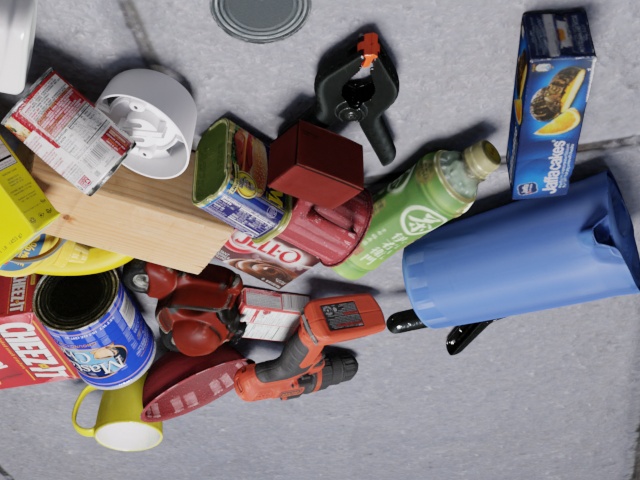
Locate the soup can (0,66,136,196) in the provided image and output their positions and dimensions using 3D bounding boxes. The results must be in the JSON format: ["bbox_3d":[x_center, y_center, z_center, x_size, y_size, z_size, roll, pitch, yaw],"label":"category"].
[{"bbox_3d":[-0.225,-0.097,0.961,0.102,0.068,0.069,42,130,-13],"label":"soup can"}]

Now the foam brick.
[{"bbox_3d":[-0.004,-0.072,1.022,0.078,0.053,0.051,20,146,-28],"label":"foam brick"}]

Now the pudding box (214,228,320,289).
[{"bbox_3d":[-0.058,0.002,1.184,0.113,0.039,0.090,27,134,-35],"label":"pudding box"}]

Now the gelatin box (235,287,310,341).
[{"bbox_3d":[-0.065,0.092,1.317,0.089,0.030,0.073,9,143,-18],"label":"gelatin box"}]

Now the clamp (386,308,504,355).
[{"bbox_3d":[0.192,0.079,1.294,0.210,0.036,0.164,-33,148,31],"label":"clamp"}]

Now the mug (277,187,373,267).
[{"bbox_3d":[-0.002,-0.025,1.093,0.081,0.117,0.093,27,101,-28],"label":"mug"}]

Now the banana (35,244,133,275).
[{"bbox_3d":[-0.274,0.008,1.186,0.198,0.037,0.069,-11,114,6],"label":"banana"}]

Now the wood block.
[{"bbox_3d":[-0.197,-0.047,1.065,0.205,0.090,0.091,17,141,-25],"label":"wood block"}]

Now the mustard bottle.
[{"bbox_3d":[-0.333,-0.013,1.111,0.191,0.058,0.096,20,103,-27],"label":"mustard bottle"}]

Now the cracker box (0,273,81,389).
[{"bbox_3d":[-0.415,0.120,1.297,0.214,0.072,0.164,-8,144,7],"label":"cracker box"}]

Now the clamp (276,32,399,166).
[{"bbox_3d":[0.019,-0.128,1.011,0.120,0.039,0.171,-3,145,-5],"label":"clamp"}]

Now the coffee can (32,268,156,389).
[{"bbox_3d":[-0.262,0.098,1.249,0.103,0.103,0.140,-8,144,7],"label":"coffee can"}]

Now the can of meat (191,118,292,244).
[{"bbox_3d":[-0.077,-0.059,1.047,0.083,0.102,0.058,31,132,-35],"label":"can of meat"}]

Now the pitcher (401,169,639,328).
[{"bbox_3d":[0.221,0.019,1.166,0.243,0.145,0.149,-16,130,23],"label":"pitcher"}]

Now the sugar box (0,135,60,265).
[{"bbox_3d":[-0.323,-0.065,0.969,0.093,0.048,0.176,-33,98,36],"label":"sugar box"}]

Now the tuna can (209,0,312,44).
[{"bbox_3d":[-0.050,-0.208,0.898,0.086,0.034,0.086,-2,144,-1],"label":"tuna can"}]

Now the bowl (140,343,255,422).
[{"bbox_3d":[-0.167,0.171,1.368,0.162,0.055,0.162,-26,161,-10],"label":"bowl"}]

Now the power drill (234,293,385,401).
[{"bbox_3d":[0.003,0.137,1.330,0.184,0.057,0.188,-7,150,-36],"label":"power drill"}]
